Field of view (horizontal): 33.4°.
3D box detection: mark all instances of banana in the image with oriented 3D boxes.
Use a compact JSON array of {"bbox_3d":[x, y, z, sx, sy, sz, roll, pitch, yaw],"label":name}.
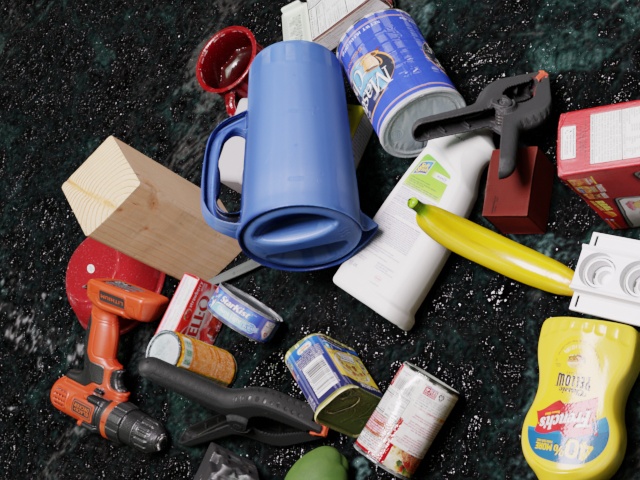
[{"bbox_3d":[0.175,0.011,1.083,0.198,0.069,0.037,25,96,6],"label":"banana"}]

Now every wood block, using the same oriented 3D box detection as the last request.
[{"bbox_3d":[-0.194,-0.028,1.274,0.090,0.205,0.091,-43,54,12],"label":"wood block"}]

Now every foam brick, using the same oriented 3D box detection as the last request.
[{"bbox_3d":[0.206,-0.052,1.112,0.053,0.051,0.078,1,71,35],"label":"foam brick"}]

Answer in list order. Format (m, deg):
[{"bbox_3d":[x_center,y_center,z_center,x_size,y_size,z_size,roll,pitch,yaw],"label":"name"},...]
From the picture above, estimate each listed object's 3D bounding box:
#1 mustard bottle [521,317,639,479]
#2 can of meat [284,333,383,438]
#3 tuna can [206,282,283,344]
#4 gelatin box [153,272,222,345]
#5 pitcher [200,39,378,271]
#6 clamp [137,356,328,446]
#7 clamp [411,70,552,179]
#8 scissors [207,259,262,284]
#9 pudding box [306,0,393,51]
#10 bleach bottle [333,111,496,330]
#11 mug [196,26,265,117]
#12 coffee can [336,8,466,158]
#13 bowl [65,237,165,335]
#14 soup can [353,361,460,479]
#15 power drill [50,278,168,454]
[{"bbox_3d":[0.238,0.170,0.994,0.096,0.058,0.191,5,74,36],"label":"mustard bottle"},{"bbox_3d":[0.018,0.151,1.124,0.057,0.102,0.084,-43,51,12],"label":"can of meat"},{"bbox_3d":[-0.088,0.084,1.232,0.086,0.086,0.034,34,93,38],"label":"tuna can"},{"bbox_3d":[-0.150,0.092,1.278,0.030,0.073,0.089,20,83,38],"label":"gelatin box"},{"bbox_3d":[-0.035,-0.099,1.170,0.145,0.149,0.243,-24,53,30],"label":"pitcher"},{"bbox_3d":[-0.089,0.196,1.182,0.210,0.164,0.036,9,53,14],"label":"clamp"},{"bbox_3d":[0.192,-0.123,1.104,0.171,0.039,0.120,-32,55,-25],"label":"clamp"},{"bbox_3d":[-0.058,0.002,1.290,0.202,0.016,0.096,-9,64,30],"label":"scissors"},{"bbox_3d":[0.033,-0.303,1.329,0.114,0.039,0.090,-31,56,39],"label":"pudding box"},{"bbox_3d":[0.121,-0.033,1.156,0.103,0.068,0.251,33,89,39],"label":"bleach bottle"},{"bbox_3d":[-0.098,-0.203,1.361,0.093,0.081,0.117,-14,64,29],"label":"mug"},{"bbox_3d":[0.090,-0.179,1.211,0.103,0.102,0.140,-36,55,17],"label":"coffee can"},{"bbox_3d":[-0.281,0.044,1.399,0.162,0.055,0.162,-14,64,30],"label":"bowl"},{"bbox_3d":[0.088,0.182,1.084,0.069,0.068,0.102,30,89,38],"label":"soup can"},{"bbox_3d":[-0.244,0.150,1.302,0.185,0.057,0.188,18,97,31],"label":"power drill"}]
